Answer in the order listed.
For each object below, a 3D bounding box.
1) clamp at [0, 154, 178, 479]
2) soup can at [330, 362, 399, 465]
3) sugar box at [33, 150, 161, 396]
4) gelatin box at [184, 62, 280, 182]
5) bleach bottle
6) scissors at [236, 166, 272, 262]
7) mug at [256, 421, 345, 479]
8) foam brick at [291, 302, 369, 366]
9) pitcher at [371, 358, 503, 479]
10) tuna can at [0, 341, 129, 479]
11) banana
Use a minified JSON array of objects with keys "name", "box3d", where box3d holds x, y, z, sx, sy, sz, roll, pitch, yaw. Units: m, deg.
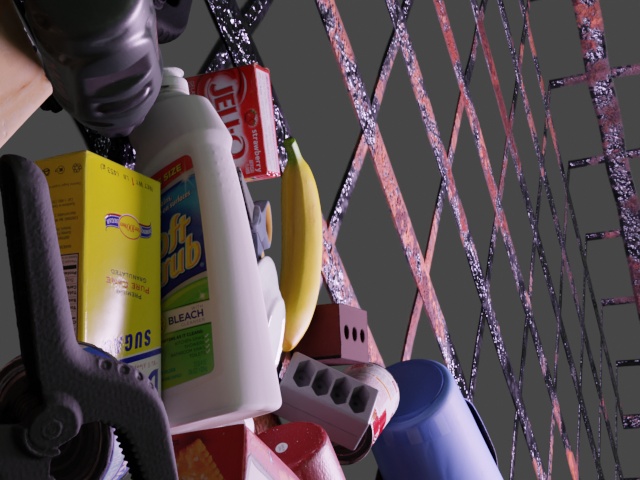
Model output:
[{"name":"clamp","box3d":[-0.143,0.087,0.500,0.164,0.036,0.210,-42,123,-16]},{"name":"soup can","box3d":[0.031,0.163,1.021,0.102,0.069,0.068,-35,115,-67]},{"name":"sugar box","box3d":[-0.138,0.041,0.665,0.093,0.048,0.176,23,60,-66]},{"name":"gelatin box","box3d":[-0.074,-0.088,0.834,0.030,0.073,0.089,3,80,-68]},{"name":"bleach bottle","box3d":[-0.096,0.003,0.740,0.068,0.103,0.251,12,63,-57]},{"name":"scissors","box3d":[-0.056,0.001,0.849,0.201,0.016,0.096,45,49,-86]},{"name":"mug","box3d":[-0.030,0.203,0.844,0.117,0.093,0.081,-29,109,-28]},{"name":"foam brick","box3d":[0.010,0.091,1.013,0.078,0.051,0.053,22,63,-66]},{"name":"pitcher","box3d":[0.132,0.244,1.172,0.243,0.145,0.149,66,-5,-28]},{"name":"tuna can","box3d":[-0.141,0.099,0.581,0.033,0.086,0.086,-9,91,-67]},{"name":"banana","box3d":[-0.024,0.009,0.980,0.069,0.037,0.198,27,58,-58]}]
